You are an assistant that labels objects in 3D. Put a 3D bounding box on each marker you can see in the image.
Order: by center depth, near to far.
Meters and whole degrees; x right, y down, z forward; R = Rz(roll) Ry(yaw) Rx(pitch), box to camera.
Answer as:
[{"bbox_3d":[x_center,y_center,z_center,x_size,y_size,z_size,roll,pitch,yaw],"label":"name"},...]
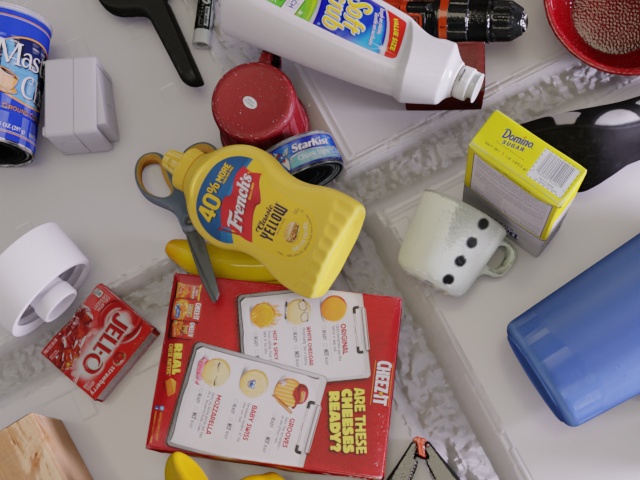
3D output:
[{"bbox_3d":[-0.117,-0.258,1.108,0.020,0.020,0.121,4,77,7],"label":"marker"}]

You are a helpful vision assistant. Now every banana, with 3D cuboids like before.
[{"bbox_3d":[-0.051,0.015,1.028,0.198,0.037,0.069,-10,52,1],"label":"banana"}]

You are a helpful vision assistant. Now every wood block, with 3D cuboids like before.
[{"bbox_3d":[-0.235,0.269,0.955,0.090,0.091,0.206,-32,76,-2],"label":"wood block"}]

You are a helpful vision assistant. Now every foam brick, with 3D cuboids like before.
[{"bbox_3d":[0.121,-0.160,1.042,0.078,0.053,0.051,0,76,5],"label":"foam brick"}]

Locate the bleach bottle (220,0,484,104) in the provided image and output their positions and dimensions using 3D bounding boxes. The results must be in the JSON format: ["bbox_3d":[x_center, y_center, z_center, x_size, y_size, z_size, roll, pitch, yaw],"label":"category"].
[{"bbox_3d":[0.036,-0.194,1.002,0.251,0.068,0.102,24,55,14],"label":"bleach bottle"}]

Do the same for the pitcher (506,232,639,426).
[{"bbox_3d":[0.296,0.067,0.938,0.243,0.145,0.149,-32,63,1],"label":"pitcher"}]

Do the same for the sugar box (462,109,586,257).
[{"bbox_3d":[0.175,-0.046,0.944,0.093,0.176,0.048,37,84,12],"label":"sugar box"}]

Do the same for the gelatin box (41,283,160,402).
[{"bbox_3d":[-0.211,0.098,1.025,0.073,0.030,0.089,38,83,13],"label":"gelatin box"}]

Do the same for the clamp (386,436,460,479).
[{"bbox_3d":[0.103,0.264,0.948,0.120,0.039,0.171,7,77,2],"label":"clamp"}]

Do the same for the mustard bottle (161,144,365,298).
[{"bbox_3d":[-0.062,-0.032,0.961,0.192,0.058,0.096,29,100,16],"label":"mustard bottle"}]

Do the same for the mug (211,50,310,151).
[{"bbox_3d":[-0.057,-0.133,1.039,0.093,0.081,0.117,12,78,9],"label":"mug"}]

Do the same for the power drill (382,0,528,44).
[{"bbox_3d":[0.106,-0.276,1.016,0.184,0.057,0.188,4,117,15],"label":"power drill"}]

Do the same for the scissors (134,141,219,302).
[{"bbox_3d":[-0.110,-0.029,1.018,0.096,0.016,0.202,-32,53,-14],"label":"scissors"}]

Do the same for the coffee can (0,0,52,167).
[{"bbox_3d":[-0.327,-0.154,1.062,0.103,0.103,0.140,3,77,6],"label":"coffee can"}]

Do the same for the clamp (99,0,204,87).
[{"bbox_3d":[-0.168,-0.253,1.092,0.210,0.036,0.164,19,82,19],"label":"clamp"}]

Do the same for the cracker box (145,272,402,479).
[{"bbox_3d":[-0.039,0.126,0.979,0.214,0.072,0.164,6,76,7],"label":"cracker box"}]

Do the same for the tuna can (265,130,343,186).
[{"bbox_3d":[-0.022,-0.069,1.018,0.086,0.086,0.034,-24,77,0],"label":"tuna can"}]
